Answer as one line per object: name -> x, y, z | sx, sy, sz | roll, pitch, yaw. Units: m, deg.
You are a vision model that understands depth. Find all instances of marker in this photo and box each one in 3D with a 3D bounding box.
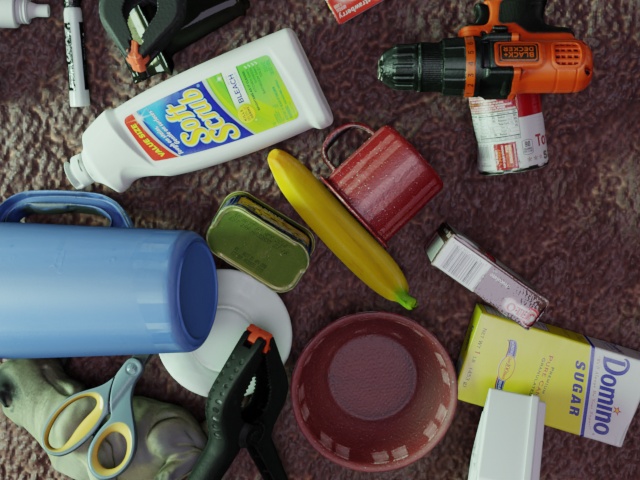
marker -> -0.233, -0.188, 1.015 | 0.020, 0.020, 0.121 | -2, 99, 1

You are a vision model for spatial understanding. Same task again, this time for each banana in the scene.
banana -> 0.022, -0.010, 1.017 | 0.198, 0.070, 0.037 | 46, 75, 3

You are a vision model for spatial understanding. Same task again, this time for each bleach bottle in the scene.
bleach bottle -> -0.121, -0.105, 1.007 | 0.251, 0.068, 0.102 | -24, 97, 7

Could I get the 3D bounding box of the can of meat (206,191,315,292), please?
can of meat -> -0.057, 0.001, 1.011 | 0.102, 0.084, 0.057 | 31, 98, -4

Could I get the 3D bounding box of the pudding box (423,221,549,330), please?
pudding box -> 0.155, 0.032, 1.010 | 0.113, 0.090, 0.039 | 37, 97, -4

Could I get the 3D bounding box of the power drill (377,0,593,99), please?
power drill -> 0.142, -0.212, 0.945 | 0.184, 0.057, 0.187 | 1, 71, 1

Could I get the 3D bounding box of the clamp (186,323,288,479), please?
clamp -> -0.068, 0.181, 1.015 | 0.036, 0.164, 0.210 | 23, 103, 37

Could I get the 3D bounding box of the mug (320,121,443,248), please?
mug -> 0.052, -0.062, 1.001 | 0.081, 0.093, 0.117 | -43, 78, 3

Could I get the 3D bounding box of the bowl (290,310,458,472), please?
bowl -> 0.052, 0.142, 1.047 | 0.162, 0.055, 0.162 | 0, 100, 1

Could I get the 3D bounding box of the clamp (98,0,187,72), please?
clamp -> -0.167, -0.238, 0.969 | 0.120, 0.039, 0.171 | 9, 70, 12

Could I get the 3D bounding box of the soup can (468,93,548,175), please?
soup can -> 0.173, -0.117, 0.995 | 0.068, 0.068, 0.102 | -9, 100, 2

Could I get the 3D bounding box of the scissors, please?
scissors -> -0.167, 0.139, 0.990 | 0.201, 0.016, 0.096 | -40, 79, -8

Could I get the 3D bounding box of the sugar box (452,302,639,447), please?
sugar box -> 0.224, 0.132, 1.047 | 0.176, 0.048, 0.093 | 17, 101, 0

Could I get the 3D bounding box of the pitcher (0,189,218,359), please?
pitcher -> -0.220, 0.036, 0.973 | 0.243, 0.144, 0.149 | -1, 103, 17
